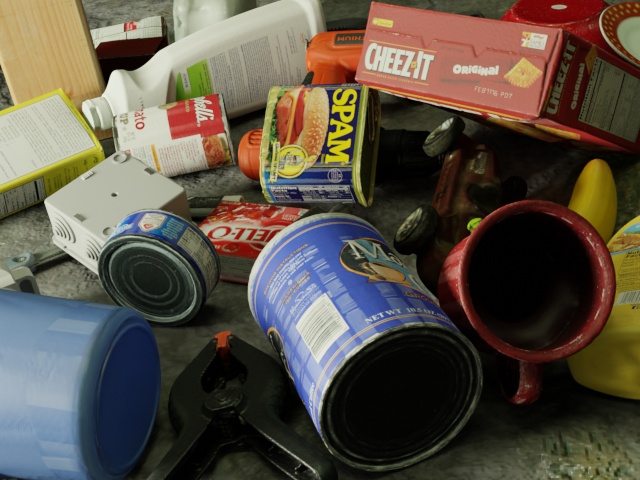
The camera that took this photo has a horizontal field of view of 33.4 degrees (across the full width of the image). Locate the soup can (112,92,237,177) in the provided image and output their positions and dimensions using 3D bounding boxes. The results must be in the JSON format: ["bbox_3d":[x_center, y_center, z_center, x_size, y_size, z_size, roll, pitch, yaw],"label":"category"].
[{"bbox_3d":[-0.133,-0.092,0.977,0.102,0.068,0.068,-12,32,-2],"label":"soup can"}]

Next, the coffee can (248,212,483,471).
[{"bbox_3d":[0.023,0.059,0.663,0.102,0.103,0.140,-18,33,-12],"label":"coffee can"}]

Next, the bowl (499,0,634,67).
[{"bbox_3d":[0.237,-0.208,1.066,0.162,0.055,0.162,-7,32,4],"label":"bowl"}]

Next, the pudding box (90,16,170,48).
[{"bbox_3d":[-0.229,-0.218,1.229,0.113,0.039,0.090,-13,33,-2],"label":"pudding box"}]

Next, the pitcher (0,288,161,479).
[{"bbox_3d":[-0.232,0.097,0.670,0.243,0.149,0.144,4,20,15],"label":"pitcher"}]

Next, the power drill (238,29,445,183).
[{"bbox_3d":[0.034,-0.120,0.963,0.185,0.057,0.187,2,42,18],"label":"power drill"}]

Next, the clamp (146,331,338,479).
[{"bbox_3d":[-0.065,0.117,0.659,0.120,0.039,0.171,-11,26,-10],"label":"clamp"}]

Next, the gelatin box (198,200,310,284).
[{"bbox_3d":[-0.055,0.001,0.844,0.089,0.030,0.073,7,36,26],"label":"gelatin box"}]

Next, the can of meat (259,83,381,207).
[{"bbox_3d":[0.000,-0.078,0.858,0.084,0.057,0.102,1,65,14],"label":"can of meat"}]

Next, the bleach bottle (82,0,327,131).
[{"bbox_3d":[-0.112,-0.165,1.046,0.250,0.102,0.068,-21,26,-23],"label":"bleach bottle"}]

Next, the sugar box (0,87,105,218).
[{"bbox_3d":[-0.297,-0.069,0.985,0.176,0.048,0.093,-27,60,-21],"label":"sugar box"}]

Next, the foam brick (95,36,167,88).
[{"bbox_3d":[-0.205,-0.186,1.157,0.078,0.053,0.051,-4,33,11],"label":"foam brick"}]

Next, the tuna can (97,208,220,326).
[{"bbox_3d":[-0.118,0.021,0.779,0.086,0.086,0.033,2,36,19],"label":"tuna can"}]

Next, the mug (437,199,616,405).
[{"bbox_3d":[0.119,0.040,0.642,0.093,0.117,0.081,-2,-8,-7],"label":"mug"}]

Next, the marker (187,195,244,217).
[{"bbox_3d":[-0.124,-0.028,0.920,0.121,0.020,0.020,0,34,15],"label":"marker"}]

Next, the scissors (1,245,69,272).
[{"bbox_3d":[-0.264,0.017,0.891,0.201,0.016,0.096,-32,38,-31],"label":"scissors"}]

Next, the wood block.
[{"bbox_3d":[-0.274,-0.201,1.057,0.090,0.206,0.090,-15,32,-8],"label":"wood block"}]

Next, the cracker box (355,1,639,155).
[{"bbox_3d":[0.155,-0.124,0.852,0.164,0.072,0.213,17,7,36],"label":"cracker box"}]
